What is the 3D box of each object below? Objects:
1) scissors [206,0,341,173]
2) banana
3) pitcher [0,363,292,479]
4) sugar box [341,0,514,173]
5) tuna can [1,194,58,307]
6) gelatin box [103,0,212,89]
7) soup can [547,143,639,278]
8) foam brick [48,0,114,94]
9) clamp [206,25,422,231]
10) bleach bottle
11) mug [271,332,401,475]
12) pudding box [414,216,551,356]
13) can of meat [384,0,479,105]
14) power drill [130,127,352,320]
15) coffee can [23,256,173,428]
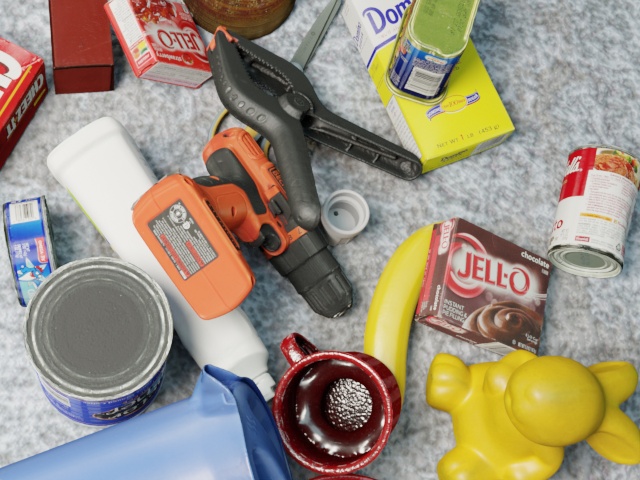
[{"bbox_3d":[-0.016,-0.131,0.960,0.096,0.016,0.201,44,71,3],"label":"scissors"},{"bbox_3d":[0.077,0.054,0.907,0.069,0.037,0.197,30,70,0],"label":"banana"},{"bbox_3d":[-0.138,0.202,0.750,0.243,0.145,0.149,-18,58,6],"label":"pitcher"},{"bbox_3d":[0.096,-0.157,0.973,0.093,0.048,0.176,-20,78,-15],"label":"sugar box"},{"bbox_3d":[-0.226,0.009,0.840,0.033,0.086,0.086,-10,75,-12],"label":"tuna can"},{"bbox_3d":[-0.135,-0.172,0.917,0.030,0.089,0.073,-32,75,27],"label":"gelatin box"},{"bbox_3d":[0.244,-0.025,0.947,0.068,0.068,0.102,18,71,-4],"label":"soup can"},{"bbox_3d":[-0.206,-0.173,0.918,0.051,0.053,0.078,-5,73,-12],"label":"foam brick"},{"bbox_3d":[-0.016,-0.104,0.907,0.164,0.036,0.210,-18,62,-46],"label":"clamp"},{"bbox_3d":[-0.115,0.026,0.846,0.068,0.102,0.251,-35,81,-4],"label":"bleach bottle"},{"bbox_3d":[0.010,0.121,0.838,0.093,0.081,0.117,-43,79,10],"label":"mug"},{"bbox_3d":[0.139,0.042,0.902,0.113,0.039,0.090,24,68,-29],"label":"pudding box"},{"bbox_3d":[0.098,-0.180,0.912,0.057,0.084,0.102,19,69,-2],"label":"can of meat"},{"bbox_3d":[-0.055,0.001,0.834,0.057,0.187,0.184,-38,88,21],"label":"power drill"},{"bbox_3d":[-0.165,0.080,0.799,0.102,0.140,0.103,3,72,-10],"label":"coffee can"}]
